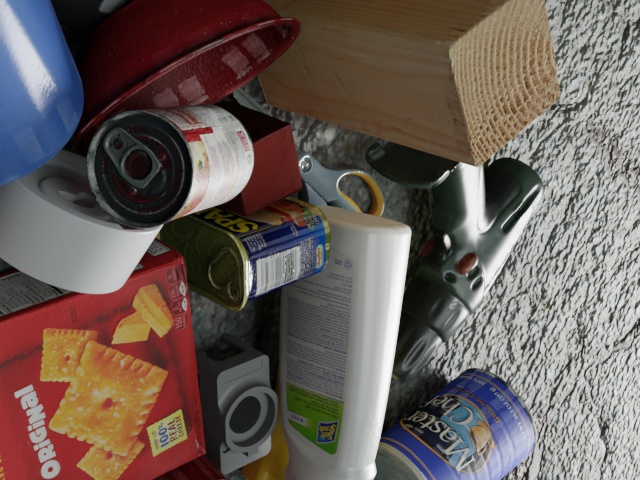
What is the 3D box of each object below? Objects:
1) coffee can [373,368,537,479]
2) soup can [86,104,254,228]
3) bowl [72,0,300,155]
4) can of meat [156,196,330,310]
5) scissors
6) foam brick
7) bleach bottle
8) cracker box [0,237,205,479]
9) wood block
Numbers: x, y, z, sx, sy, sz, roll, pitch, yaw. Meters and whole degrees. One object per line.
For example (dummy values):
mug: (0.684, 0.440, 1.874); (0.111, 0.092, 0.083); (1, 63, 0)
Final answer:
coffee can: (0.119, 0.199, 1.002); (0.140, 0.103, 0.103); (-31, 126, -31)
soup can: (-0.088, -0.048, 0.653); (0.102, 0.068, 0.068); (-28, 131, -70)
bowl: (-0.094, -0.116, 0.667); (0.161, 0.162, 0.055); (-29, 88, -32)
can of meat: (-0.055, 0.001, 0.760); (0.083, 0.102, 0.057); (-20, 120, -39)
scissors: (-0.019, -0.041, 0.837); (0.201, 0.016, 0.096); (25, 89, -45)
foam brick: (-0.059, -0.058, 0.748); (0.052, 0.078, 0.051); (-29, 126, -32)
bleach bottle: (0.006, 0.104, 0.819); (0.067, 0.103, 0.251); (-3, 104, -47)
cracker box: (-0.184, 0.104, 0.701); (0.213, 0.072, 0.164); (-21, 121, -36)
wood block: (0.048, -0.131, 0.726); (0.090, 0.206, 0.090); (-39, 129, -25)
